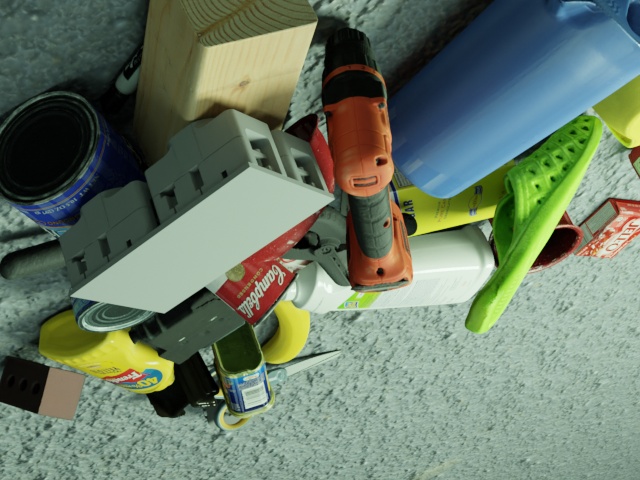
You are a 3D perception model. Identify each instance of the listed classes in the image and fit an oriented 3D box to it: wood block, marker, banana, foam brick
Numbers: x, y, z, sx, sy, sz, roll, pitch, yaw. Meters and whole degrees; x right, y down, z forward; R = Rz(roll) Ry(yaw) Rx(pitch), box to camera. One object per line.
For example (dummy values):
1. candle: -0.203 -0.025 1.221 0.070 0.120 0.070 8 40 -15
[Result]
1. wood block: -0.080 -0.123 0.818 0.090 0.090 0.206 -18 157 -24
2. marker: -0.141 -0.143 0.851 0.020 0.020 0.121 12 136 -42
3. banana: -0.045 0.103 1.276 0.069 0.037 0.198 -10 148 -18
4. foam brick: -0.306 0.161 1.165 0.078 0.053 0.051 6 167 38

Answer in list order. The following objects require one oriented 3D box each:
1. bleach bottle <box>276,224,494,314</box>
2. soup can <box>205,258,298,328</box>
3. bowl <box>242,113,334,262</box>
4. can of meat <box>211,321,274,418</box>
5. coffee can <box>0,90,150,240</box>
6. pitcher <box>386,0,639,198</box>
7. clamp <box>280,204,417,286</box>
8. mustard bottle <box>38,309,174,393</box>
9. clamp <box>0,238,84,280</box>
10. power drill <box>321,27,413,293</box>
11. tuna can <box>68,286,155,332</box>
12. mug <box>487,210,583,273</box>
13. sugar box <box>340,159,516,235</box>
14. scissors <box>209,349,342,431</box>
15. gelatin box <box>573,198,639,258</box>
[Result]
1. bleach bottle: 0.066 0.038 1.211 0.250 0.068 0.103 -4 146 -25
2. soup can: -0.081 0.027 1.030 0.068 0.102 0.068 -50 -176 4
3. bowl: -0.037 -0.034 0.946 0.055 0.162 0.162 40 122 -15
4. can of meat: -0.094 0.139 1.235 0.057 0.102 0.084 -16 139 -9
5. coffee can: -0.194 -0.045 0.892 0.103 0.103 0.140 -26 149 9
6. pitcher: 0.175 -0.143 0.944 0.149 0.145 0.243 37 125 -22
7. clamp: 0.013 -0.008 1.065 0.120 0.039 0.171 -40 142 25
8. mustard bottle: -0.220 0.130 1.191 0.096 0.058 0.191 -11 155 21
9. clamp: -0.181 0.001 1.036 0.210 0.036 0.164 -29 156 11
10. power drill: 0.036 -0.062 0.896 0.057 0.184 0.187 -8 135 6
11. tuna can: -0.202 0.058 1.051 0.086 0.034 0.086 -16 156 -8
12. mug: 0.231 -0.014 1.215 0.093 0.081 0.117 2 142 -33
13. sugar box: 0.111 -0.048 1.124 0.176 0.048 0.093 -16 147 -12
14. scissors: -0.061 0.194 1.382 0.201 0.096 0.016 0 -173 -28
15. gelatin box: 0.367 -0.014 1.345 0.073 0.030 0.089 4 142 -35
